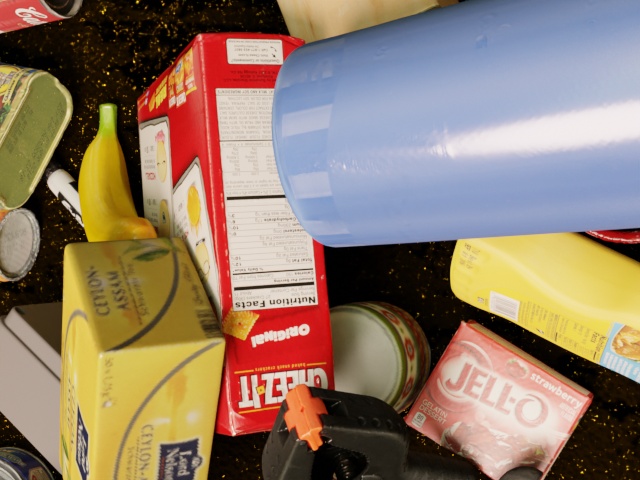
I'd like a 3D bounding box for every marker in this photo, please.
[{"bbox_3d":[-0.167,-0.023,0.752,0.121,0.020,0.020,46,102,16],"label":"marker"}]

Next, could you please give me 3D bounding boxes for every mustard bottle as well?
[{"bbox_3d":[0.168,0.043,0.588,0.192,0.096,0.058,27,72,18],"label":"mustard bottle"}]

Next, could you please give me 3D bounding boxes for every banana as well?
[{"bbox_3d":[-0.133,-0.021,0.685,0.037,0.198,0.070,-8,121,-16],"label":"banana"}]

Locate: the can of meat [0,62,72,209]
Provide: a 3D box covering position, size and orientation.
[{"bbox_3d":[-0.232,-0.076,0.742,0.084,0.057,0.102,14,71,26],"label":"can of meat"}]

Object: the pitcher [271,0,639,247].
[{"bbox_3d":[0.105,-0.071,0.521,0.243,0.149,0.145,-7,100,23],"label":"pitcher"}]

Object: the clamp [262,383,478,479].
[{"bbox_3d":[0.009,0.133,0.580,0.120,0.171,0.039,-36,48,5],"label":"clamp"}]

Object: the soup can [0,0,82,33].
[{"bbox_3d":[-0.230,-0.181,0.755,0.102,0.068,0.068,-8,85,20],"label":"soup can"}]

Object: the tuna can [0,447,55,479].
[{"bbox_3d":[-0.229,0.192,0.758,0.086,0.033,0.086,-1,88,20],"label":"tuna can"}]

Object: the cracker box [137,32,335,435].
[{"bbox_3d":[-0.054,0.001,0.637,0.072,0.164,0.214,-4,86,-22],"label":"cracker box"}]

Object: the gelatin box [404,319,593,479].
[{"bbox_3d":[0.107,0.101,0.643,0.089,0.030,0.073,32,98,18],"label":"gelatin box"}]
